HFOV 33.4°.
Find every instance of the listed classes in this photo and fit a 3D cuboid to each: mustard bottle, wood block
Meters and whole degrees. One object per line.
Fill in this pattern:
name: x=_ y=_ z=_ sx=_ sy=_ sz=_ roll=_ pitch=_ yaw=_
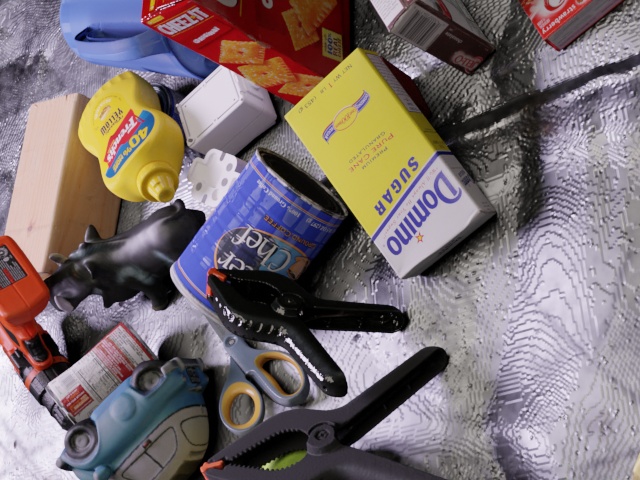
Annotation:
mustard bottle: x=-0.187 y=-0.094 z=1.096 sx=0.096 sy=0.058 sz=0.192 roll=-47 pitch=42 yaw=9
wood block: x=-0.287 y=-0.050 z=1.209 sx=0.091 sy=0.090 sz=0.206 roll=-5 pitch=70 yaw=39

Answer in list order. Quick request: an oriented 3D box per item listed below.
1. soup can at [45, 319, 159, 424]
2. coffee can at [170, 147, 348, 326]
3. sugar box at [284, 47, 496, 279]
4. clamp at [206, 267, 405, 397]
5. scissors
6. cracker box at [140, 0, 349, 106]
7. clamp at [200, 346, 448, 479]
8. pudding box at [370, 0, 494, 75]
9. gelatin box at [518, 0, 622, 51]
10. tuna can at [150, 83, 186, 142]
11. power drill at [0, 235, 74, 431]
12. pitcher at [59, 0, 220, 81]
soup can: x=-0.213 y=0.137 z=1.060 sx=0.102 sy=0.068 sz=0.069 roll=-40 pitch=46 yaw=-13
coffee can: x=-0.056 y=0.001 z=0.976 sx=0.140 sy=0.102 sz=0.103 roll=-53 pitch=48 yaw=13
sugar box: x=0.057 y=-0.064 z=0.896 sx=0.093 sy=0.048 sz=0.176 roll=-41 pitch=74 yaw=23
clamp: x=-0.025 y=0.070 z=0.881 sx=0.171 sy=0.120 sz=0.039 roll=15 pitch=117 yaw=15
scissors: x=-0.089 y=0.116 z=1.005 sx=0.202 sy=0.016 sz=0.096 roll=25 pitch=69 yaw=44
cracker box: x=-0.060 y=-0.239 z=0.993 sx=0.072 sy=0.213 sz=0.164 roll=-15 pitch=64 yaw=37
clamp: x=0.012 y=0.164 z=0.809 sx=0.210 sy=0.036 sz=0.164 roll=-19 pitch=32 yaw=4
pudding box: x=0.088 y=-0.199 z=0.917 sx=0.039 sy=0.113 sz=0.090 roll=-45 pitch=49 yaw=23
gelatin box: x=0.208 y=-0.211 z=0.872 sx=0.089 sy=0.030 sz=0.073 roll=-39 pitch=52 yaw=24
tuna can: x=-0.184 y=-0.130 z=1.186 sx=0.086 sy=0.033 sz=0.086 roll=-16 pitch=64 yaw=37
power drill: x=-0.302 y=0.098 z=1.109 sx=0.057 sy=0.188 sz=0.185 roll=-32 pitch=60 yaw=-25
pitcher: x=-0.189 y=-0.239 z=1.161 sx=0.243 sy=0.149 sz=0.145 roll=11 pitch=82 yaw=47
